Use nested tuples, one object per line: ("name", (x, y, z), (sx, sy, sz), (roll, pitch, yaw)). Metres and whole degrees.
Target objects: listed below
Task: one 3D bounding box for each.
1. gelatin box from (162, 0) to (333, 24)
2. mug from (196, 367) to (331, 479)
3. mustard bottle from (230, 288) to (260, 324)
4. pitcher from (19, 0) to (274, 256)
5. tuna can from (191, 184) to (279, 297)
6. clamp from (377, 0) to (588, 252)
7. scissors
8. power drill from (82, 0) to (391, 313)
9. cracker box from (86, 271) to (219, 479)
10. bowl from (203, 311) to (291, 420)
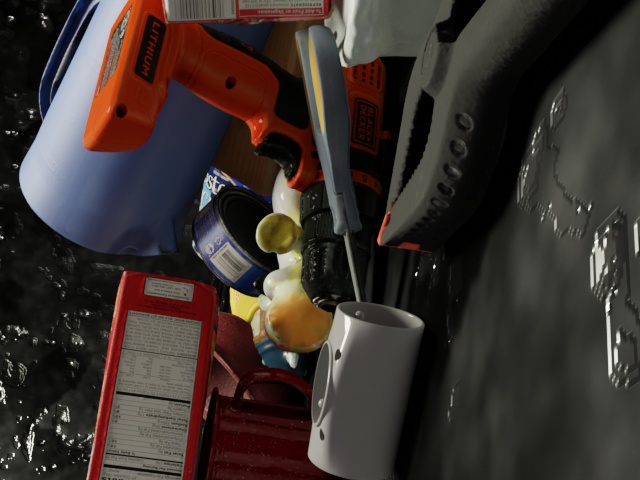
("gelatin box", (-0.040, -0.140, 0.583), (0.073, 0.089, 0.030), (-102, 10, -65))
("mug", (-0.036, 0.139, 0.714), (0.093, 0.081, 0.117), (-104, 25, -71))
("mustard bottle", (-0.053, 0.063, 1.009), (0.192, 0.058, 0.096), (-135, 50, -80))
("pitcher", (-0.124, -0.122, 0.772), (0.243, 0.149, 0.145), (-58, 14, 32))
("tuna can", (-0.055, 0.001, 0.807), (0.034, 0.086, 0.086), (-43, 26, 26))
("clamp", (0.062, -0.083, 0.441), (0.210, 0.036, 0.164), (107, 168, -46))
("scissors", (0.013, -0.025, 0.564), (0.096, 0.016, 0.202), (99, 159, -76))
("power drill", (-0.044, -0.061, 0.646), (0.057, 0.187, 0.184), (-35, 42, 50))
("cracker box", (-0.116, 0.154, 0.703), (0.164, 0.072, 0.213), (109, 167, -54))
("bowl", (-0.076, 0.116, 0.934), (0.055, 0.162, 0.162), (-39, -12, -25))
